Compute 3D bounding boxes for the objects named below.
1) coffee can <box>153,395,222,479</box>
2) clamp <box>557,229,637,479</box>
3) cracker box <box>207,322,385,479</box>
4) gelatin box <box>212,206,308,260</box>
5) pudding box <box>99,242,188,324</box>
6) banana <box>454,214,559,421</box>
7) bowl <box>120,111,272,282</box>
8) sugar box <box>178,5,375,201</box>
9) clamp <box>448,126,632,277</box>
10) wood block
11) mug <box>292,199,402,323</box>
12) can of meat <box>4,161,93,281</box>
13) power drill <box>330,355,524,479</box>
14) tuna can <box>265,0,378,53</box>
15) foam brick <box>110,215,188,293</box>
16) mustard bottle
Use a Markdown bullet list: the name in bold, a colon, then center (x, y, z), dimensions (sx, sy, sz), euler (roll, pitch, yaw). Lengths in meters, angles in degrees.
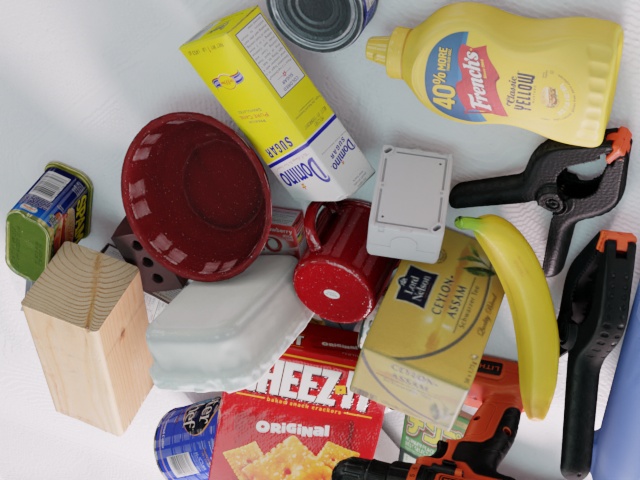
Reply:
- **coffee can**: center (-0.110, 0.230, 1.235), dimensions (0.141, 0.102, 0.102), euler (-21, 117, 39)
- **clamp**: center (0.224, 0.078, 0.929), dimensions (0.036, 0.164, 0.210), euler (6, 114, -10)
- **cracker box**: center (-0.024, 0.193, 1.093), dimensions (0.164, 0.072, 0.214), euler (11, 113, -2)
- **gelatin box**: center (-0.057, 0.001, 1.051), dimensions (0.089, 0.030, 0.073), euler (9, 132, 20)
- **pudding box**: center (-0.201, 0.065, 1.179), dimensions (0.113, 0.039, 0.090), euler (27, 137, 1)
- **banana**: center (0.167, 0.055, 0.904), dimensions (0.037, 0.069, 0.198), euler (3, 120, 62)
- **bowl**: center (-0.105, -0.045, 0.995), dimensions (0.162, 0.055, 0.162), euler (8, 110, 24)
- **sugar box**: center (-0.037, -0.111, 0.909), dimensions (0.176, 0.048, 0.093), euler (55, 156, -20)
- **clamp**: center (0.200, -0.032, 0.884), dimensions (0.120, 0.039, 0.172), euler (38, 143, -18)
- **wood block**: center (-0.240, 0.110, 1.141), dimensions (0.090, 0.090, 0.206), euler (19, 142, 13)
- **mug**: center (0.020, 0.013, 0.985), dimensions (0.093, 0.081, 0.117), euler (-9, 125, 33)
- **can of meat**: center (-0.285, -0.017, 1.114), dimensions (0.057, 0.083, 0.102), euler (24, 136, 6)
- **power drill**: center (0.120, 0.190, 1.019), dimensions (0.185, 0.187, 0.057), euler (11, 135, 16)
- **tuna can**: center (0.000, -0.192, 0.843), dimensions (0.086, 0.033, 0.086), euler (15, 134, 15)
- **foam brick**: center (-0.167, 0.007, 1.098), dimensions (0.053, 0.051, 0.078), euler (-8, 125, 32)
- **mustard bottle**: center (0.127, -0.132, 0.815), dimensions (0.192, 0.058, 0.096), euler (13, 136, 17)
